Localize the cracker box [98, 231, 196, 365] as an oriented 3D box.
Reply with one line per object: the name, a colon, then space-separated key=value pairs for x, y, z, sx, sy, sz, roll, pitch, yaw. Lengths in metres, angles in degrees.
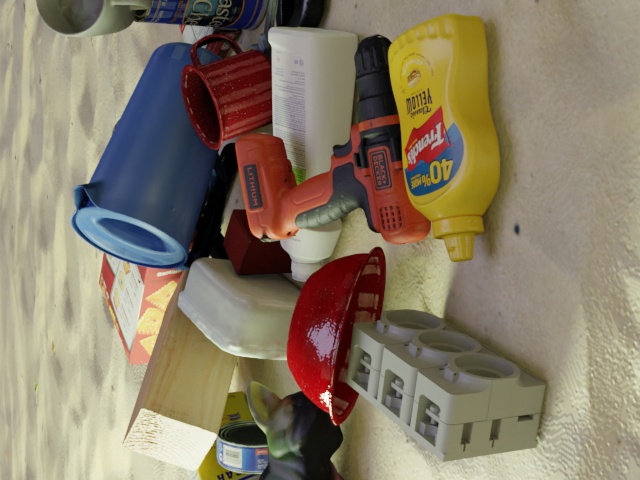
cracker box: x=-0.226 y=0.030 z=1.397 sx=0.164 sy=0.072 sz=0.214 roll=59 pitch=143 yaw=41

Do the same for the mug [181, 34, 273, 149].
mug: x=-0.096 y=-0.164 z=1.133 sx=0.117 sy=0.081 sz=0.093 roll=66 pitch=157 yaw=3

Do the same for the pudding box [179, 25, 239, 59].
pudding box: x=-0.142 y=-0.274 z=1.329 sx=0.090 sy=0.039 sz=0.113 roll=-51 pitch=50 yaw=50

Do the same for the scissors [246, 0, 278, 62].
scissors: x=-0.054 y=-0.192 z=1.147 sx=0.202 sy=0.016 sz=0.096 roll=146 pitch=110 yaw=-74

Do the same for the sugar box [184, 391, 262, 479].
sugar box: x=-0.110 y=0.260 z=1.245 sx=0.176 sy=0.093 sz=0.048 roll=61 pitch=142 yaw=39

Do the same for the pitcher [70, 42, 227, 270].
pitcher: x=-0.171 y=-0.093 z=1.209 sx=0.149 sy=0.145 sz=0.242 roll=101 pitch=-174 yaw=-66

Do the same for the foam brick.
foam brick: x=-0.058 y=0.001 z=1.147 sx=0.053 sy=0.078 sz=0.051 roll=62 pitch=141 yaw=39

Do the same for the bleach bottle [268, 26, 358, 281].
bleach bottle: x=-0.013 y=-0.085 z=1.075 sx=0.103 sy=0.068 sz=0.251 roll=26 pitch=117 yaw=58

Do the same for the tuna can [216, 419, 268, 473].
tuna can: x=-0.073 y=0.227 z=1.181 sx=0.086 sy=0.086 sz=0.034 roll=17 pitch=108 yaw=61

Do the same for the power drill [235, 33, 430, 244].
power drill: x=0.009 y=-0.079 z=0.973 sx=0.188 sy=0.057 sz=0.184 roll=-10 pitch=88 yaw=40

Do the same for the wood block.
wood block: x=-0.149 y=0.144 z=1.224 sx=0.091 sy=0.090 sz=0.206 roll=120 pitch=167 yaw=-45

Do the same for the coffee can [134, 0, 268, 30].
coffee can: x=-0.141 y=-0.296 z=1.216 sx=0.103 sy=0.140 sz=0.103 roll=7 pitch=98 yaw=62

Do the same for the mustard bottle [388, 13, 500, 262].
mustard bottle: x=0.103 y=-0.078 z=0.863 sx=0.096 sy=0.058 sz=0.191 roll=-18 pitch=76 yaw=56

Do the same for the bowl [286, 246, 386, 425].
bowl: x=0.011 y=0.079 z=0.947 sx=0.162 sy=0.055 sz=0.162 roll=13 pitch=-90 yaw=-75

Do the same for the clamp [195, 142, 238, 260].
clamp: x=-0.142 y=-0.033 z=1.346 sx=0.210 sy=0.036 sz=0.164 roll=-5 pitch=82 yaw=62

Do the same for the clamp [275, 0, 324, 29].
clamp: x=-0.012 y=-0.274 z=1.087 sx=0.120 sy=0.039 sz=0.171 roll=-131 pitch=40 yaw=-56
